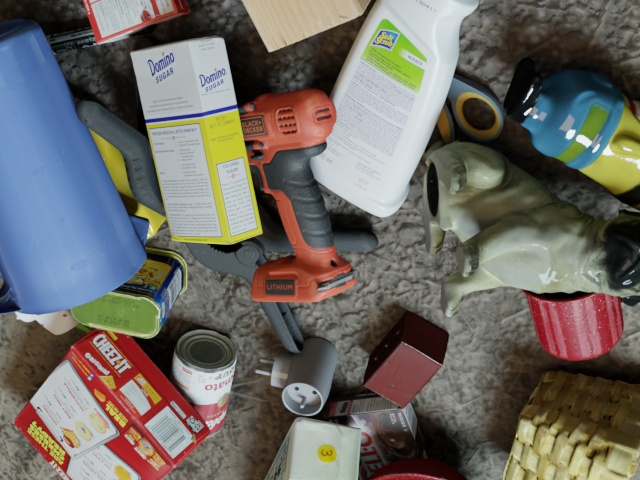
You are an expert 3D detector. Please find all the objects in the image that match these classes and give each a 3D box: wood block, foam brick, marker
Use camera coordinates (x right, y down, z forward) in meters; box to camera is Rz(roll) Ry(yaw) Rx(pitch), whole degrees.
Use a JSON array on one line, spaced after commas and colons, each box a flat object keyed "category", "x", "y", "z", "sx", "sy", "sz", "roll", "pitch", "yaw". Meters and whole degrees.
[{"category": "wood block", "x": -0.040, "y": -0.270, "z": 0.851, "sx": 0.091, "sy": 0.090, "sz": 0.206, "roll": -17, "pitch": 117, "yaw": 24}, {"category": "foam brick", "x": 0.087, "y": 0.122, "z": 1.090, "sx": 0.051, "sy": 0.053, "sz": 0.078, "roll": 32, "pitch": 123, "yaw": -7}, {"category": "marker", "x": -0.207, "y": -0.190, "z": 0.987, "sx": 0.121, "sy": 0.020, "sz": 0.020, "roll": -8, "pitch": 119, "yaw": 19}]

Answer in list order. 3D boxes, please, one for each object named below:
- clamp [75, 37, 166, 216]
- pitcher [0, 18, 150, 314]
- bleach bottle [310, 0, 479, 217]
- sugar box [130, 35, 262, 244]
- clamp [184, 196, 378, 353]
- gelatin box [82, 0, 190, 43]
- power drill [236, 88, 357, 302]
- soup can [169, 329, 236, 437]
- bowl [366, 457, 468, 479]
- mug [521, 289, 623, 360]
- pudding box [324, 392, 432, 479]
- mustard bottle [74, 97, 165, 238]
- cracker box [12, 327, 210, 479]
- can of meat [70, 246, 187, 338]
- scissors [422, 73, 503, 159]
[{"category": "clamp", "x": -0.165, "y": -0.087, "z": 0.978, "sx": 0.039, "sy": 0.120, "sz": 0.171, "roll": 2, "pitch": 121, "yaw": 35}, {"category": "pitcher", "x": -0.264, "y": -0.060, "z": 0.941, "sx": 0.145, "sy": 0.149, "sz": 0.243, "roll": -12, "pitch": 114, "yaw": 15}, {"category": "bleach bottle", "x": 0.072, "y": -0.140, "z": 0.899, "sx": 0.102, "sy": 0.068, "sz": 0.251, "roll": 31, "pitch": 132, "yaw": 5}, {"category": "sugar box", "x": -0.109, "y": -0.087, "z": 0.937, "sx": 0.094, "sy": 0.048, "sz": 0.176, "roll": 3, "pitch": 105, "yaw": 48}, {"category": "clamp", "x": -0.057, "y": 0.001, "z": 1.059, "sx": 0.210, "sy": 0.036, "sz": 0.165, "roll": 38, "pitch": 118, "yaw": -7}, {"category": "gelatin box", "x": -0.166, "y": -0.222, "z": 0.938, "sx": 0.089, "sy": 0.030, "sz": 0.073, "roll": -15, "pitch": 97, "yaw": 22}, {"category": "power drill", "x": -0.046, "y": -0.039, "z": 0.963, "sx": 0.185, "sy": 0.057, "sz": 0.187, "roll": -1, "pitch": 107, "yaw": 49}, {"category": "soup can", "x": -0.130, "y": 0.155, "z": 1.158, "sx": 0.068, "sy": 0.068, "sz": 0.102, "roll": 16, "pitch": 124, "yaw": 4}, {"category": "bowl", "x": 0.108, "y": 0.284, "z": 1.144, "sx": 0.162, "sy": 0.055, "sz": 0.162, "roll": 6, "pitch": 129, "yaw": 8}, {"category": "mug", "x": 0.245, "y": 0.051, "z": 0.992, "sx": 0.117, "sy": 0.093, "sz": 0.081, "roll": -29, "pitch": 125, "yaw": -12}, {"category": "pudding box", "x": 0.065, "y": 0.217, "z": 1.164, "sx": 0.090, "sy": 0.039, "sz": 0.113, "roll": -10, "pitch": 120, "yaw": 19}, {"category": "mustard bottle", "x": -0.236, "y": -0.079, "z": 1.041, "sx": 0.096, "sy": 0.058, "sz": 0.191, "roll": -14, "pitch": 117, "yaw": 27}, {"category": "cracker box", "x": -0.230, "y": 0.201, "z": 1.164, "sx": 0.164, "sy": 0.072, "sz": 0.214, "roll": 48, "pitch": 137, "yaw": 3}, {"category": "can of meat", "x": -0.198, "y": 0.050, "z": 1.098, "sx": 0.102, "sy": 0.084, "sz": 0.057, "roll": 10, "pitch": 123, "yaw": 8}, {"category": "scissors", "x": 0.108, "y": -0.158, "z": 0.928, "sx": 0.096, "sy": 0.016, "sz": 0.202, "roll": 0, "pitch": 123, "yaw": 15}]
